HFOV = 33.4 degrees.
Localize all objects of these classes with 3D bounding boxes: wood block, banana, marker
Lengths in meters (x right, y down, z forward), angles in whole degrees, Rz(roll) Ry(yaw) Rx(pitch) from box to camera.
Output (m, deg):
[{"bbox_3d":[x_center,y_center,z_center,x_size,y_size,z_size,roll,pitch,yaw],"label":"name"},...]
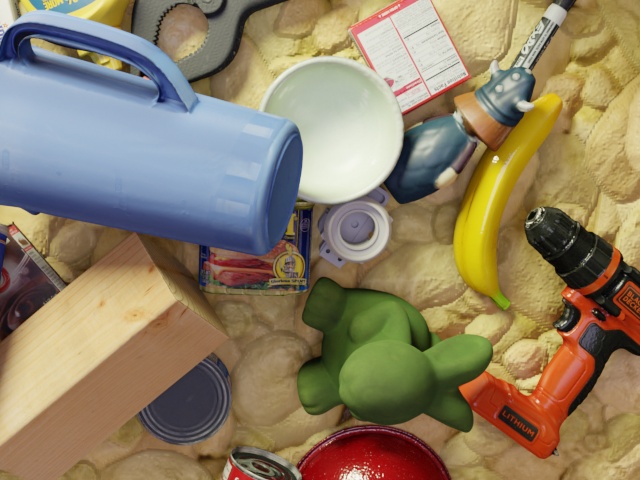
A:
[{"bbox_3d":[-0.194,0.101,0.897,0.206,0.090,0.090,-40,142,4],"label":"wood block"},{"bbox_3d":[0.157,-0.037,0.937,0.069,0.037,0.198,6,104,-34],"label":"banana"},{"bbox_3d":[0.189,-0.173,0.921,0.020,0.020,0.121,31,97,-8],"label":"marker"}]

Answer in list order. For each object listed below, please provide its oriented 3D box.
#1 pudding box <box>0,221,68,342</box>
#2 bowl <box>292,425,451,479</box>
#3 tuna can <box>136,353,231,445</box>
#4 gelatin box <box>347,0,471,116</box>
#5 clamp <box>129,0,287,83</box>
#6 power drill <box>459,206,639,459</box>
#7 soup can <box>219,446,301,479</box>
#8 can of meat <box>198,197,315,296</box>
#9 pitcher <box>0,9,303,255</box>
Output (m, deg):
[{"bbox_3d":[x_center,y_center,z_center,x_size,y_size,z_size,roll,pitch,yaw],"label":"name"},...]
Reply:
[{"bbox_3d":[-0.283,0.053,0.925,0.113,0.039,0.090,-39,98,3],"label":"pudding box"},{"bbox_3d":[0.047,0.253,0.968,0.162,0.055,0.162,-1,100,-3],"label":"bowl"},{"bbox_3d":[-0.121,0.136,0.950,0.086,0.034,0.086,0,99,-3],"label":"tuna can"},{"bbox_3d":[0.076,-0.159,0.913,0.073,0.030,0.089,-29,100,1],"label":"gelatin box"},{"bbox_3d":[-0.099,-0.213,0.891,0.164,0.036,0.210,44,95,-9],"label":"clamp"},{"bbox_3d":[0.205,0.084,0.938,0.184,0.057,0.188,38,97,-15],"label":"power drill"},{"bbox_3d":[-0.067,0.245,0.955,0.068,0.068,0.102,21,99,-6],"label":"soup can"},{"bbox_3d":[-0.056,0.001,0.920,0.102,0.057,0.084,2,102,-3],"label":"can of meat"},{"bbox_3d":[-0.141,-0.075,0.829,0.243,0.149,0.145,14,83,11],"label":"pitcher"}]
